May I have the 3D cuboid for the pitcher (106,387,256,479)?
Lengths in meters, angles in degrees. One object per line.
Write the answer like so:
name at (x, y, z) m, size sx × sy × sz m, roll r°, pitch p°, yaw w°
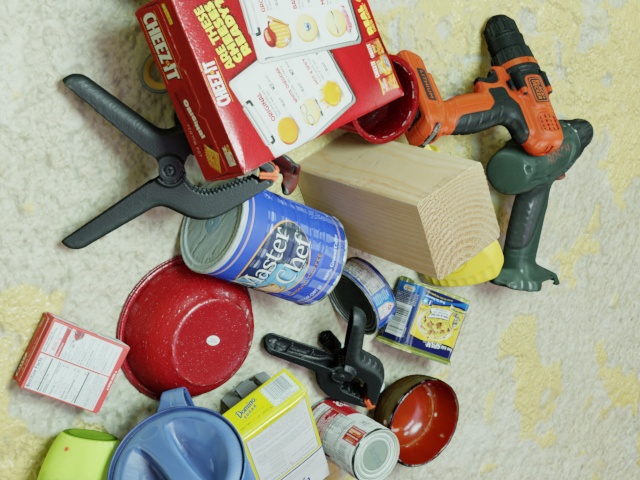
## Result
pitcher at (-0.116, 0.271, 1.083) m, size 0.149 × 0.145 × 0.243 m, roll -53°, pitch 151°, yaw -25°

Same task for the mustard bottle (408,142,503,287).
mustard bottle at (0.140, -0.036, 1.232) m, size 0.058 × 0.096 × 0.191 m, roll -57°, pitch 133°, yaw -46°

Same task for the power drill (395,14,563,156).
power drill at (0.171, -0.177, 1.203) m, size 0.187 × 0.057 × 0.184 m, roll -6°, pitch 65°, yaw -24°

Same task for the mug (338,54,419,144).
mug at (0.039, -0.163, 1.128) m, size 0.093 × 0.082 × 0.117 m, roll -45°, pitch 125°, yaw -18°

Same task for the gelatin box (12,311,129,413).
gelatin box at (-0.241, 0.119, 1.034) m, size 0.089 × 0.030 × 0.073 m, roll 27°, pitch 86°, yaw -32°

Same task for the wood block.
wood block at (0.076, -0.042, 1.111) m, size 0.090 × 0.206 × 0.091 m, roll -34°, pitch 121°, yaw -24°

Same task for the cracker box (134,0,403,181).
cracker box at (-0.041, -0.168, 0.967) m, size 0.213 × 0.072 × 0.164 m, roll -30°, pitch 103°, yaw -37°

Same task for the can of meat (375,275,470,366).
can of meat at (0.125, 0.096, 1.283) m, size 0.101 × 0.058 × 0.084 m, roll 21°, pitch 88°, yaw -39°

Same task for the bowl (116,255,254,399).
bowl at (-0.125, 0.097, 1.100) m, size 0.161 × 0.055 × 0.162 m, roll -11°, pitch 109°, yaw -34°

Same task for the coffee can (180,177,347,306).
coffee can at (-0.057, 0.001, 1.092) m, size 0.140 × 0.103 × 0.103 m, roll 21°, pitch 90°, yaw -38°

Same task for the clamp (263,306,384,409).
clamp at (0.030, 0.134, 1.202) m, size 0.171 × 0.120 × 0.039 m, roll 41°, pitch 39°, yaw -40°

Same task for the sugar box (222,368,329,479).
sugar box at (-0.048, 0.224, 1.153) m, size 0.093 × 0.048 × 0.176 m, roll -35°, pitch 144°, yaw -20°

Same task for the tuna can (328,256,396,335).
tuna can at (0.045, 0.061, 1.195) m, size 0.033 × 0.086 × 0.086 m, roll -35°, pitch 121°, yaw -26°

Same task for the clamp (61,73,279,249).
clamp at (-0.145, -0.077, 0.993) m, size 0.210 × 0.036 × 0.164 m, roll -3°, pitch 105°, yaw 0°

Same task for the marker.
marker at (0.036, 0.142, 1.253) m, size 0.020 × 0.020 × 0.121 m, roll -52°, pitch 127°, yaw -13°

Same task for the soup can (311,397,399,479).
soup can at (0.033, 0.229, 1.224) m, size 0.068 × 0.102 × 0.068 m, roll -11°, pitch 109°, yaw -34°
